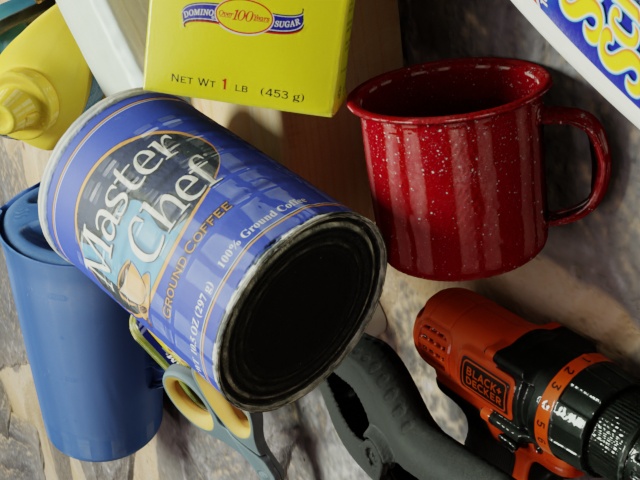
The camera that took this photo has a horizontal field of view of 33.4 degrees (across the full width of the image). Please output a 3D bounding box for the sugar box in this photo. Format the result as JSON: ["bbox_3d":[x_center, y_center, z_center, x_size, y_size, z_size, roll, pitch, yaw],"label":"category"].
[{"bbox_3d":[-0.025,-0.150,0.475,0.048,0.093,0.176,-70,-12,-69],"label":"sugar box"}]

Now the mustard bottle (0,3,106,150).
[{"bbox_3d":[-0.156,-0.109,0.669,0.058,0.191,0.096,29,120,-3],"label":"mustard bottle"}]

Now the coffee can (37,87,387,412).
[{"bbox_3d":[-0.053,0.001,0.509,0.140,0.102,0.103,35,133,34],"label":"coffee can"}]

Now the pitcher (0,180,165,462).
[{"bbox_3d":[-0.184,0.075,0.911,0.149,0.144,0.243,-126,30,-47],"label":"pitcher"}]

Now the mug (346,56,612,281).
[{"bbox_3d":[0.074,-0.033,0.494,0.117,0.093,0.081,0,115,19],"label":"mug"}]

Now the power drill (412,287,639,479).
[{"bbox_3d":[0.114,0.134,0.536,0.185,0.057,0.188,34,130,50],"label":"power drill"}]

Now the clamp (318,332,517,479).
[{"bbox_3d":[0.046,0.104,0.542,0.171,0.039,0.120,56,145,26],"label":"clamp"}]

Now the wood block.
[{"bbox_3d":[-0.017,-0.111,0.576,0.090,0.090,0.206,17,119,51],"label":"wood block"}]

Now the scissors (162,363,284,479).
[{"bbox_3d":[-0.054,0.159,0.780,0.096,0.016,0.201,5,128,42],"label":"scissors"}]
